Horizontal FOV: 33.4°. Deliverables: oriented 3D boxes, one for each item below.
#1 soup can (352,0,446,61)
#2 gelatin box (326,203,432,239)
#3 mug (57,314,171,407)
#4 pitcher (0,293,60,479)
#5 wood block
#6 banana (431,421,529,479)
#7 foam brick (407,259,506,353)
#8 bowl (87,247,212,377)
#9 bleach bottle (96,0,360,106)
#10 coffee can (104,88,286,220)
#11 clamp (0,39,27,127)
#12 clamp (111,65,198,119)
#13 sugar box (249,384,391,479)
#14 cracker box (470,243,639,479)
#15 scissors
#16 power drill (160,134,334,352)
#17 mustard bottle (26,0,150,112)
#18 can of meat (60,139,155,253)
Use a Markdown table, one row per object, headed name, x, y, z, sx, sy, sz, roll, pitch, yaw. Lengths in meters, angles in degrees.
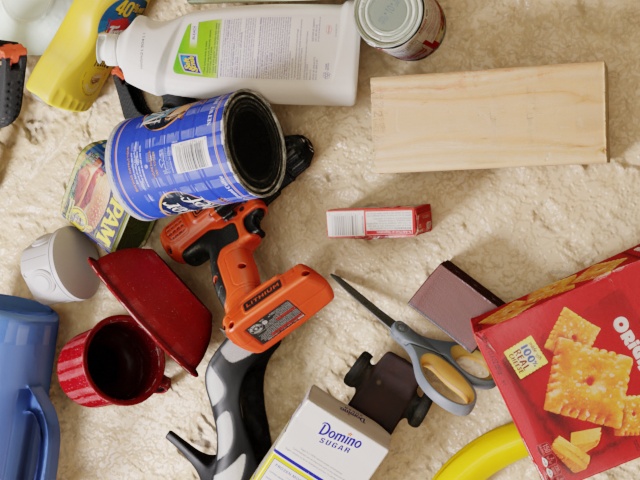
| name | x | y | z | sx | sy | sz | roll | pitch | yaw |
| --- | --- | --- | --- | --- | --- | --- | --- | --- | --- |
| soup can | 0.074 | -0.206 | 0.994 | 0.069 | 0.102 | 0.068 | 1 | 94 | 18 |
| gelatin box | 0.058 | -0.018 | 1.026 | 0.089 | 0.073 | 0.030 | -1 | 94 | 17 |
| mug | -0.211 | 0.133 | 1.110 | 0.082 | 0.117 | 0.093 | -21 | 51 | 51 |
| pitcher | -0.346 | 0.186 | 1.139 | 0.149 | 0.145 | 0.243 | 12 | 94 | -13 |
| wood block | 0.157 | -0.110 | 0.980 | 0.206 | 0.090 | 0.090 | -1 | 93 | 17 |
| banana | 0.152 | 0.231 | 1.032 | 0.069 | 0.037 | 0.198 | 35 | 105 | -7 |
| foam brick | 0.133 | 0.062 | 1.017 | 0.078 | 0.053 | 0.051 | 38 | 103 | 11 |
| bowl | -0.158 | 0.060 | 1.066 | 0.055 | 0.162 | 0.162 | -42 | 80 | -6 |
| bleach bottle | -0.088 | -0.185 | 1.027 | 0.251 | 0.068 | 0.102 | 4 | 81 | 2 |
| coffee can | -0.118 | -0.080 | 1.015 | 0.141 | 0.102 | 0.103 | -10 | 90 | 30 |
| clamp | -0.357 | -0.141 | 1.129 | 0.210 | 0.036 | 0.164 | -23 | 91 | 49 |
| clamp | -0.142 | -0.129 | 1.101 | 0.120 | 0.039 | 0.171 | -40 | 85 | 15 |
| sugar box | -0.016 | 0.234 | 1.025 | 0.093 | 0.048 | 0.176 | 33 | 105 | -1 |
| cracker box | 0.263 | 0.105 | 0.942 | 0.214 | 0.072 | 0.164 | -25 | 96 | 9 |
| scissors | 0.098 | 0.091 | 1.041 | 0.202 | 0.096 | 0.016 | 52 | 137 | 37 |
| power drill | -0.057 | 0.001 | 1.033 | 0.184 | 0.057 | 0.188 | -38 | 47 | 10 |
| mustard bottle | -0.223 | -0.225 | 1.091 | 0.058 | 0.096 | 0.192 | 35 | 102 | 12 |
| can of meat | -0.216 | -0.043 | 1.111 | 0.084 | 0.057 | 0.102 | 37 | 121 | 15 |
